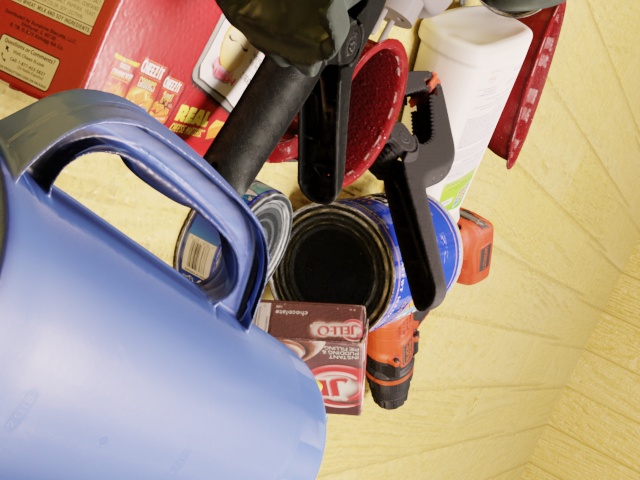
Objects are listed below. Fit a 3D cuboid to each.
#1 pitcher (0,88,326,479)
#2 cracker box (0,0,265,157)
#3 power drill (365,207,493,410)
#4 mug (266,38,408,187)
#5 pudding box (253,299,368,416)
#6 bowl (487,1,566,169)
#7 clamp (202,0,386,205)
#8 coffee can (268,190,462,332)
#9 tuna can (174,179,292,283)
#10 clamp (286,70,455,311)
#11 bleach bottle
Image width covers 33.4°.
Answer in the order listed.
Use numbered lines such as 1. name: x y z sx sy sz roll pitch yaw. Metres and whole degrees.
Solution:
1. pitcher: -0.091 0.050 0.445 0.242 0.149 0.145 37 53 -52
2. cracker box: -0.050 -0.150 0.485 0.214 0.072 0.164 -66 158 5
3. power drill: 0.107 0.069 1.091 0.187 0.057 0.184 -50 155 -29
4. mug: -0.013 -0.082 0.626 0.117 0.082 0.093 -45 152 -38
5. pudding box: -0.024 0.082 0.744 0.090 0.113 0.039 88 8 -48
6. bowl: 0.173 -0.149 0.975 0.162 0.055 0.162 19 90 -77
7. clamp: -0.006 -0.090 0.497 0.120 0.039 0.171 -28 133 -65
8. coffee can: 0.038 0.015 0.818 0.140 0.103 0.103 -13 126 -62
9. tuna can: -0.055 0.001 0.690 0.086 0.034 0.086 -47 153 -34
10. clamp: 0.054 -0.054 0.756 0.036 0.164 0.209 -38 -173 40
11. bleach bottle: 0.099 -0.071 0.914 0.102 0.068 0.251 -24 141 -44
